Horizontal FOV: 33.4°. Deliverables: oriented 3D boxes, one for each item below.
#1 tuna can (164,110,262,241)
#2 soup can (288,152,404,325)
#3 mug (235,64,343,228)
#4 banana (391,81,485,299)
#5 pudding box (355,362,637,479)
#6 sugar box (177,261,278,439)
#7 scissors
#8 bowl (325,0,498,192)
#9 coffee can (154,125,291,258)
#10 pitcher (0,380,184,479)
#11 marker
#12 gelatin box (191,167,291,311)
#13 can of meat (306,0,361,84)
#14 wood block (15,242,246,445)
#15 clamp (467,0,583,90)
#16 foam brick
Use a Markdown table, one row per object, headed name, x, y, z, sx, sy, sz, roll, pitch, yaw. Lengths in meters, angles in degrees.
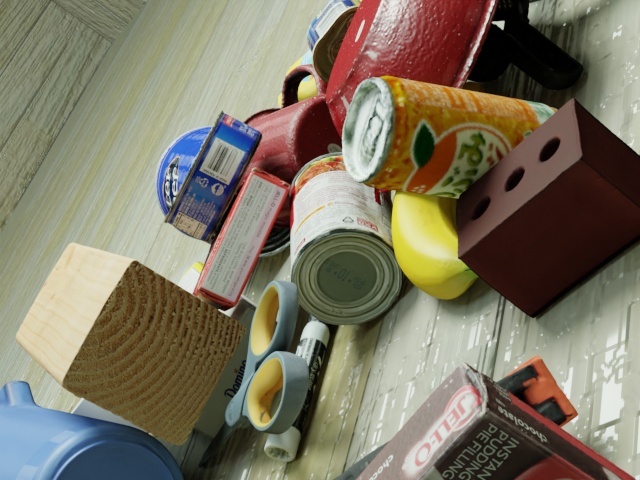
| name | x | y | z | sx | sy | sz | roll | pitch | yaw |
| --- | --- | --- | --- | --- | --- | --- | --- | --- | --- |
| tuna can | -0.072 | -0.043 | 0.727 | 0.086 | 0.033 | 0.086 | -62 | 7 | 12 |
| soup can | 0.014 | -0.002 | 0.663 | 0.069 | 0.068 | 0.102 | -47 | 21 | 22 |
| mug | -0.008 | -0.071 | 0.781 | 0.082 | 0.093 | 0.117 | -12 | 76 | 57 |
| banana | 0.073 | -0.025 | 0.617 | 0.070 | 0.037 | 0.197 | -23 | 33 | 19 |
| pudding box | 0.050 | 0.110 | 0.364 | 0.114 | 0.090 | 0.039 | -50 | 18 | 16 |
| sugar box | -0.085 | 0.078 | 0.802 | 0.093 | 0.048 | 0.176 | -56 | 23 | -2 |
| scissors | -0.046 | 0.085 | 0.656 | 0.202 | 0.016 | 0.096 | 144 | 132 | -65 |
| bowl | 0.046 | -0.112 | 0.628 | 0.162 | 0.055 | 0.162 | -158 | 91 | -80 |
| coffee can | -0.074 | -0.043 | 0.884 | 0.103 | 0.102 | 0.140 | -57 | 19 | -5 |
| pitcher | -0.189 | 0.194 | 0.762 | 0.144 | 0.149 | 0.243 | -48 | 17 | -27 |
| marker | -0.009 | 0.080 | 0.658 | 0.020 | 0.020 | 0.121 | -35 | 28 | 45 |
| gelatin box | -0.055 | 0.001 | 0.708 | 0.073 | 0.030 | 0.089 | 151 | 143 | -78 |
| can of meat | 0.040 | -0.125 | 0.754 | 0.057 | 0.102 | 0.084 | -50 | 18 | 13 |
| wood block | -0.142 | 0.066 | 0.752 | 0.090 | 0.090 | 0.206 | -61 | 22 | -9 |
| clamp | 0.112 | -0.153 | 0.660 | 0.172 | 0.039 | 0.120 | -160 | 75 | -69 |
| foam brick | 0.106 | -0.014 | 0.489 | 0.078 | 0.051 | 0.053 | -43 | 22 | 32 |
